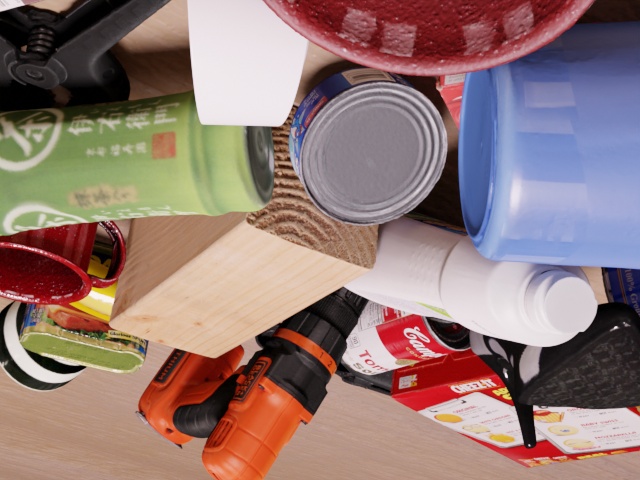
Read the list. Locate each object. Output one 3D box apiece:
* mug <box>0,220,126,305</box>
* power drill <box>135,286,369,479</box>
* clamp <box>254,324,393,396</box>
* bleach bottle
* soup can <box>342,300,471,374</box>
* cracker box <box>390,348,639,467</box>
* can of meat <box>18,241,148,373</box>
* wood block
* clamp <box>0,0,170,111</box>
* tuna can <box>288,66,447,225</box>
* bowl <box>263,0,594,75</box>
[{"bbox_3d":[-0.185,-0.007,0.733,0.117,0.081,0.093,25,148,-31],"label":"mug"},{"bbox_3d":[-0.055,0.096,0.812,0.057,0.184,0.188,43,156,-19],"label":"power drill"},{"bbox_3d":[0.038,0.110,0.942,0.171,0.039,0.120,23,172,-34],"label":"clamp"},{"bbox_3d":[0.090,0.023,0.629,0.102,0.068,0.251,16,180,-18],"label":"bleach bottle"},{"bbox_3d":[0.066,0.063,0.829,0.068,0.068,0.102,26,148,-33],"label":"soup can"},{"bbox_3d":[0.191,0.126,0.921,0.164,0.072,0.213,-19,143,39],"label":"cracker box"},{"bbox_3d":[-0.181,0.052,0.843,0.102,0.084,0.058,16,151,-17],"label":"can of meat"},{"bbox_3d":[-0.054,0.001,0.712,0.090,0.091,0.206,20,149,-25],"label":"wood block"},{"bbox_3d":[-0.143,-0.106,0.581,0.164,0.036,0.210,8,155,4],"label":"clamp"},{"bbox_3d":[0.026,-0.054,0.602,0.086,0.034,0.086,-7,118,-13],"label":"tuna can"},{"bbox_3d":[0.041,-0.145,0.423,0.162,0.055,0.162,8,138,7],"label":"bowl"}]
